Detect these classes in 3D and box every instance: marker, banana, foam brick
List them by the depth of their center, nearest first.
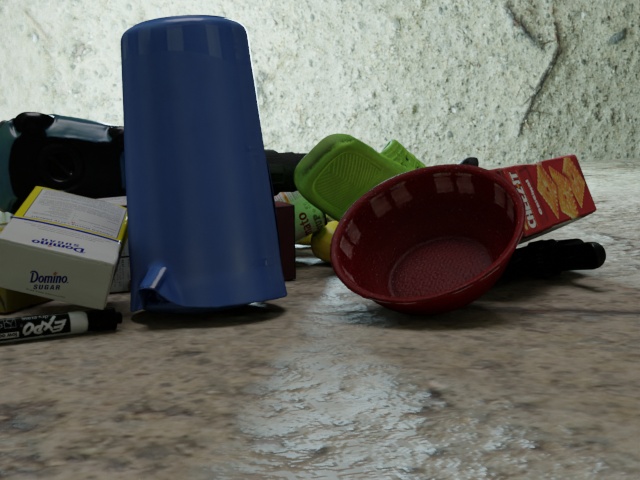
[{"bbox_3d":[-0.211,0.066,0.814,0.120,0.020,0.020,-5,7,-26],"label":"marker"},{"bbox_3d":[-0.057,0.001,1.083,0.051,0.078,0.053,-4,9,-23],"label":"foam brick"},{"bbox_3d":[0.023,0.004,1.239,0.069,0.037,0.197,26,10,0],"label":"banana"}]

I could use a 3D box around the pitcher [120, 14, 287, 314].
[{"bbox_3d":[-0.100,-0.061,0.910,0.145,0.243,0.149,-5,0,-13],"label":"pitcher"}]

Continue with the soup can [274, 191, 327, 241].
[{"bbox_3d":[-0.052,-0.024,1.188,0.102,0.068,0.068,-27,11,-8],"label":"soup can"}]

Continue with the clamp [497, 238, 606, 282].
[{"bbox_3d":[0.204,0.019,1.024,0.120,0.039,0.171,-4,-1,9],"label":"clamp"}]

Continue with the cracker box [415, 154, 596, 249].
[{"bbox_3d":[0.151,-0.021,1.022,0.164,0.072,0.213,-23,-5,31],"label":"cracker box"}]

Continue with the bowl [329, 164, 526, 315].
[{"bbox_3d":[0.092,0.009,0.871,0.162,0.055,0.162,-14,40,12],"label":"bowl"}]

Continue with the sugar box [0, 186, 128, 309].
[{"bbox_3d":[-0.212,0.003,0.893,0.093,0.048,0.176,14,16,-8],"label":"sugar box"}]
